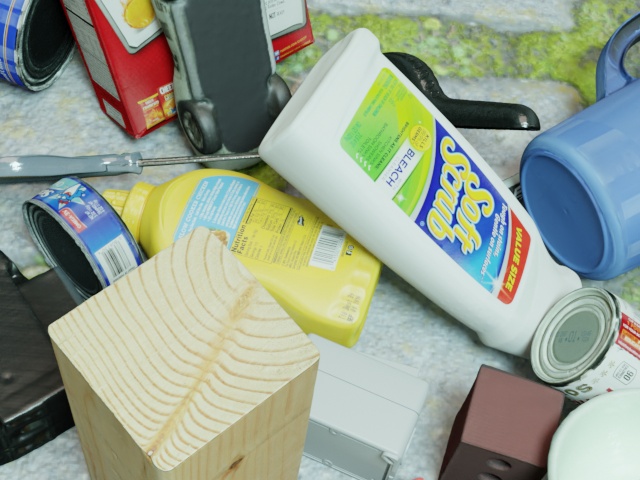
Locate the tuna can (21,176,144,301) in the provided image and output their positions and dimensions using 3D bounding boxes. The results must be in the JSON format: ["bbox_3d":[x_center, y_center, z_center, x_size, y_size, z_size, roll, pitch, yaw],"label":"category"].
[{"bbox_3d":[-0.150,0.002,0.679,0.033,0.086,0.086,-38,68,-26],"label":"tuna can"}]

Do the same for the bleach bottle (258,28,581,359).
[{"bbox_3d":[0.085,-0.013,0.674,0.250,0.068,0.102,40,63,-14],"label":"bleach bottle"}]

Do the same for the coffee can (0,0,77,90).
[{"bbox_3d":[-0.254,-0.180,0.774,0.140,0.103,0.102,20,59,8],"label":"coffee can"}]

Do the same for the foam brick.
[{"bbox_3d":[0.106,0.119,0.633,0.053,0.078,0.051,18,57,6],"label":"foam brick"}]

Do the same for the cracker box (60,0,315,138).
[{"bbox_3d":[-0.103,-0.203,0.736,0.164,0.213,0.072,-32,42,-21],"label":"cracker box"}]

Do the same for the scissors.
[{"bbox_3d":[-0.141,-0.050,0.697,0.202,0.096,0.016,-4,91,15],"label":"scissors"}]

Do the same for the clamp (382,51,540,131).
[{"bbox_3d":[0.074,-0.085,0.748,0.039,0.120,0.171,8,41,-56],"label":"clamp"}]

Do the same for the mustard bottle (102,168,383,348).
[{"bbox_3d":[-0.055,0.001,0.704,0.191,0.058,0.096,17,57,5],"label":"mustard bottle"}]

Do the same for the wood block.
[{"bbox_3d":[-0.067,0.099,0.555,0.090,0.206,0.090,-35,67,-24],"label":"wood block"}]
